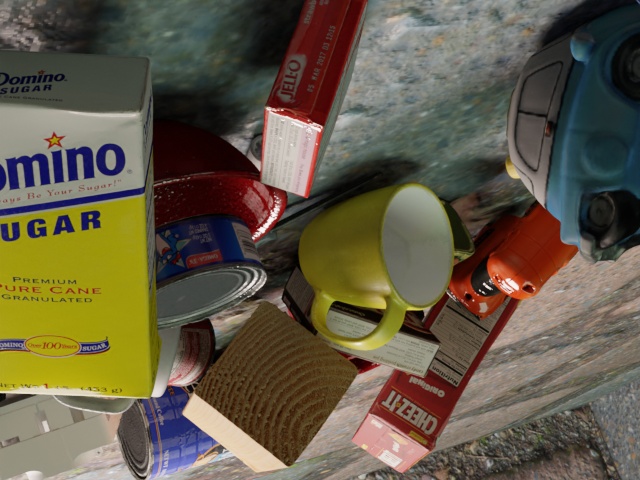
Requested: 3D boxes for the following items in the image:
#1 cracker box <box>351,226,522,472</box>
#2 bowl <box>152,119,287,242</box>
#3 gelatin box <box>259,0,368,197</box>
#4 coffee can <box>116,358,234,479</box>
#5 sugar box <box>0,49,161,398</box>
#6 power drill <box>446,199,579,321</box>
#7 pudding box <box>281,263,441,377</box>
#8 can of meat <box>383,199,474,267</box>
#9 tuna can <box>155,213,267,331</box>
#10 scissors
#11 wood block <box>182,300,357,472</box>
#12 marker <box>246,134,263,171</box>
[{"bbox_3d":[0.120,0.110,1.030,0.213,0.072,0.164,-56,172,-18],"label":"cracker box"},{"bbox_3d":[-0.102,-0.020,0.589,0.162,0.055,0.162,-18,163,-6],"label":"bowl"},{"bbox_3d":[-0.005,-0.072,0.514,0.030,0.073,0.089,18,160,2],"label":"gelatin box"},{"bbox_3d":[-0.127,0.177,1.083,0.140,0.103,0.103,-10,160,-29],"label":"coffee can"},{"bbox_3d":[-0.122,-0.001,0.484,0.093,0.048,0.176,2,134,-3],"label":"sugar box"},{"bbox_3d":[0.183,-0.010,0.885,0.184,0.057,0.188,-42,175,-19],"label":"power drill"},{"bbox_3d":[0.032,0.066,0.882,0.113,0.090,0.039,17,104,-24],"label":"pudding box"},{"bbox_3d":[0.064,0.007,0.860,0.084,0.057,0.101,-33,160,27],"label":"can of meat"},{"bbox_3d":[-0.075,0.018,0.584,0.086,0.034,0.086,-19,163,-6],"label":"tuna can"},{"bbox_3d":[-0.055,0.001,0.750,0.202,0.016,0.096,-28,177,21],"label":"scissors"},{"bbox_3d":[-0.047,0.125,0.866,0.090,0.091,0.206,-53,179,-16],"label":"wood block"},{"bbox_3d":[-0.047,-0.031,0.681,0.020,0.020,0.121,-14,162,-20],"label":"marker"}]
